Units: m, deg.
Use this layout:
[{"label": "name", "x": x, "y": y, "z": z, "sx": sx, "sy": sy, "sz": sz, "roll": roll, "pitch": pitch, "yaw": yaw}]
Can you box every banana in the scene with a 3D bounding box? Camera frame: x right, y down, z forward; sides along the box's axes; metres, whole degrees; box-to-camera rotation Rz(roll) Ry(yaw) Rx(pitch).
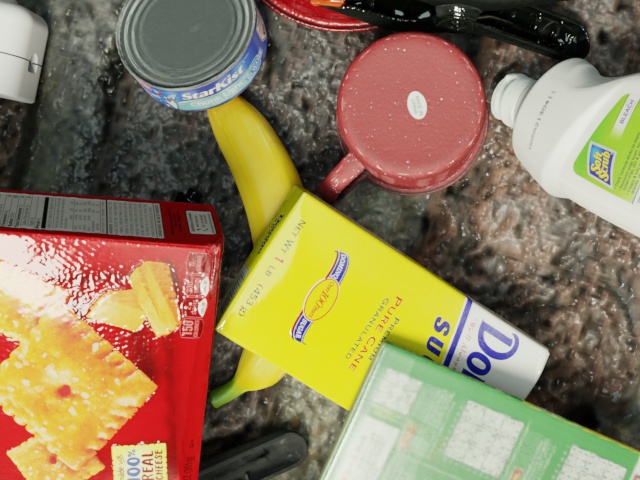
[{"label": "banana", "x": -0.036, "y": 0.005, "z": 0.643, "sx": 0.069, "sy": 0.037, "sz": 0.198, "roll": 0, "pitch": 91, "yaw": 5}]

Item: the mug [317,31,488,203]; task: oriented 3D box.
[{"label": "mug", "x": 0.043, "y": -0.065, "z": 0.612, "sx": 0.117, "sy": 0.081, "sz": 0.093, "roll": -41, "pitch": 87, "yaw": 4}]

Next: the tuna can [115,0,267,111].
[{"label": "tuna can", "x": -0.075, "y": -0.121, "z": 0.634, "sx": 0.086, "sy": 0.033, "sz": 0.086, "roll": -4, "pitch": 70, "yaw": 12}]

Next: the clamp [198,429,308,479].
[{"label": "clamp", "x": -0.119, "y": 0.172, "z": 0.608, "sx": 0.210, "sy": 0.164, "sz": 0.036, "roll": -10, "pitch": 111, "yaw": 14}]

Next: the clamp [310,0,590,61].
[{"label": "clamp", "x": 0.083, "y": -0.136, "z": 0.576, "sx": 0.171, "sy": 0.120, "sz": 0.039, "roll": 6, "pitch": 74, "yaw": -7}]

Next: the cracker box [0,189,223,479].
[{"label": "cracker box", "x": -0.164, "y": 0.060, "z": 0.555, "sx": 0.213, "sy": 0.072, "sz": 0.164, "roll": 4, "pitch": 110, "yaw": -13}]

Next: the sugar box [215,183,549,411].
[{"label": "sugar box", "x": 0.036, "y": 0.054, "z": 0.610, "sx": 0.176, "sy": 0.048, "sz": 0.093, "roll": 32, "pitch": 93, "yaw": -11}]
